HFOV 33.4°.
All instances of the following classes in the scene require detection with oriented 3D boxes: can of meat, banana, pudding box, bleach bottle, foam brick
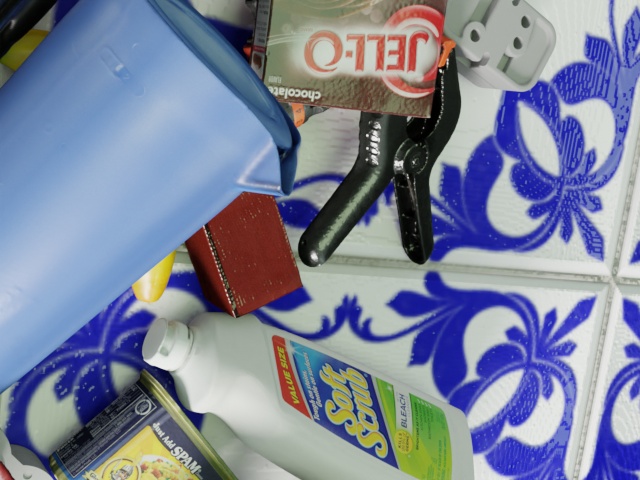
[{"bbox_3d":[-0.112,0.149,0.685,0.084,0.058,0.102,-41,117,-14],"label":"can of meat"},{"bbox_3d":[-0.132,-0.054,0.646,0.069,0.037,0.197,-31,113,1],"label":"banana"},{"bbox_3d":[0.017,-0.124,0.634,0.113,0.039,0.090,4,101,-18],"label":"pudding box"},{"bbox_3d":[-0.007,0.119,0.716,0.250,0.068,0.102,28,45,-29],"label":"bleach bottle"},{"bbox_3d":[-0.054,0.001,0.687,0.051,0.053,0.078,-26,113,-22],"label":"foam brick"}]

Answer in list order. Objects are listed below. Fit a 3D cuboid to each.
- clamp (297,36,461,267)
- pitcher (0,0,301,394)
[{"bbox_3d":[0.044,-0.054,0.711,0.120,0.039,0.171,-14,121,-43],"label":"clamp"},{"bbox_3d":[-0.144,-0.030,0.565,0.243,0.149,0.145,-42,123,10],"label":"pitcher"}]
